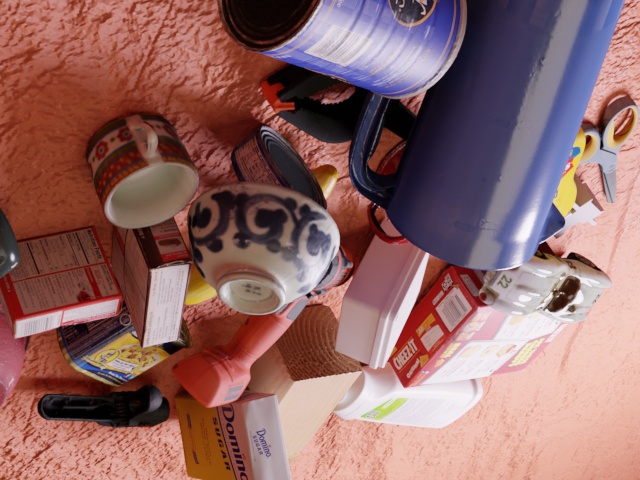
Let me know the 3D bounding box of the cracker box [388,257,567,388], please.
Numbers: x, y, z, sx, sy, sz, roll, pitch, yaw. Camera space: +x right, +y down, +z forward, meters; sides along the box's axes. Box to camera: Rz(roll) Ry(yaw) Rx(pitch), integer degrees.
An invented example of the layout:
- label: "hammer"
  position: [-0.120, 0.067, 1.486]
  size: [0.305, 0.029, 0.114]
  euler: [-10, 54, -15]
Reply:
- label: "cracker box"
  position: [0.204, 0.097, 1.293]
  size: [0.213, 0.072, 0.164]
  euler: [-3, 142, -38]

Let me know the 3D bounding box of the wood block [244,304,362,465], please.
- label: "wood block"
  position: [-0.050, 0.171, 1.176]
  size: [0.090, 0.090, 0.206]
  euler: [-5, 143, -35]

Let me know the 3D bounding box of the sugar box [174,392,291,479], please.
- label: "sugar box"
  position: [-0.095, 0.205, 1.107]
  size: [0.048, 0.093, 0.176]
  euler: [-10, 178, -28]

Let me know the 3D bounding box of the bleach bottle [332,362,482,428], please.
- label: "bleach bottle"
  position: [0.094, 0.189, 1.353]
  size: [0.250, 0.068, 0.103]
  euler: [13, 130, -46]

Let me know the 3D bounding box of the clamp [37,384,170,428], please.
- label: "clamp"
  position: [-0.208, 0.169, 1.070]
  size: [0.120, 0.039, 0.171]
  euler: [2, 163, 1]

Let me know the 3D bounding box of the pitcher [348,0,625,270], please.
- label: "pitcher"
  position: [0.131, -0.109, 0.814]
  size: [0.148, 0.145, 0.243]
  euler: [-20, 138, -40]

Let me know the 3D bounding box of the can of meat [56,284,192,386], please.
- label: "can of meat"
  position: [-0.179, 0.085, 0.972]
  size: [0.084, 0.057, 0.102]
  euler: [-32, 150, 8]

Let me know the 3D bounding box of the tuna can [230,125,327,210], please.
- label: "tuna can"
  position: [-0.033, -0.048, 0.859]
  size: [0.034, 0.086, 0.086]
  euler: [-36, 149, 15]

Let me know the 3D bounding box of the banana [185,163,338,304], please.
- label: "banana"
  position: [-0.058, 0.001, 0.944]
  size: [0.198, 0.037, 0.069]
  euler: [-40, -174, 8]

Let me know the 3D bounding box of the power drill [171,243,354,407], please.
- label: "power drill"
  position: [-0.050, 0.069, 0.979]
  size: [0.188, 0.057, 0.184]
  euler: [-46, 168, 7]

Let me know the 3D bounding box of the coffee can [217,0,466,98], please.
- label: "coffee can"
  position: [0.016, -0.159, 0.714]
  size: [0.140, 0.103, 0.103]
  euler: [9, 133, -47]

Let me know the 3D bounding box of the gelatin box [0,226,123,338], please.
- label: "gelatin box"
  position: [-0.210, 0.033, 0.848]
  size: [0.089, 0.073, 0.030]
  euler: [-13, 147, -27]

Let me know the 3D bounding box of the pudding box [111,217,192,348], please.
- label: "pudding box"
  position: [-0.140, 0.020, 0.871]
  size: [0.039, 0.090, 0.114]
  euler: [-14, 146, -22]

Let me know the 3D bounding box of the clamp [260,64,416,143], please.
- label: "clamp"
  position: [0.055, -0.131, 0.855]
  size: [0.209, 0.036, 0.165]
  euler: [-3, 132, -32]
